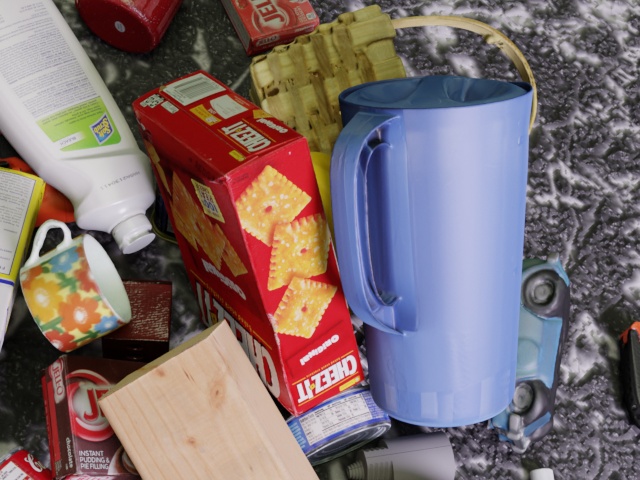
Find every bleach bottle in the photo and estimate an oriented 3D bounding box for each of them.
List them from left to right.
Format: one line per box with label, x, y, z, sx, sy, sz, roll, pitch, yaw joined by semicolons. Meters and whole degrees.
bleach bottle;-0.216;-0.097;0.864;0.102;0.068;0.251;-28;78;-22

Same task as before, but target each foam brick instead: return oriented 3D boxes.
foam brick;-0.145;0.069;0.843;0.053;0.078;0.051;3;64;-7

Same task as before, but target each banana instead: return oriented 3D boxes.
banana;0.008;0.003;0.841;0.070;0.198;0.037;6;39;22

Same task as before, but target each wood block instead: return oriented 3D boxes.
wood block;-0.058;0.171;0.752;0.090;0.091;0.206;-30;92;5

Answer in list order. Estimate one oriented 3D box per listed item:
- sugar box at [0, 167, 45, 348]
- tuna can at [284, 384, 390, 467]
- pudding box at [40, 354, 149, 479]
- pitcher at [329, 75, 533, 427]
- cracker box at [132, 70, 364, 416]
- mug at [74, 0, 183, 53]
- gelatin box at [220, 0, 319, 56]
sugar box;-0.266;0.017;0.780;0.093;0.048;0.176;12;48;-11
tuna can;0.011;0.146;0.828;0.086;0.086;0.034;-18;70;-19
pudding box;-0.150;0.137;0.799;0.113;0.039;0.090;15;55;-47
pitcher;0.077;0.008;0.760;0.149;0.145;0.243;-5;107;-5
cracker box;-0.055;0.001;0.788;0.072;0.214;0.164;-27;36;-20
mug;-0.180;-0.229;0.987;0.117;0.093;0.081;10;63;29
gelatin box;-0.053;-0.229;1.037;0.073;0.030;0.089;-19;68;-19
